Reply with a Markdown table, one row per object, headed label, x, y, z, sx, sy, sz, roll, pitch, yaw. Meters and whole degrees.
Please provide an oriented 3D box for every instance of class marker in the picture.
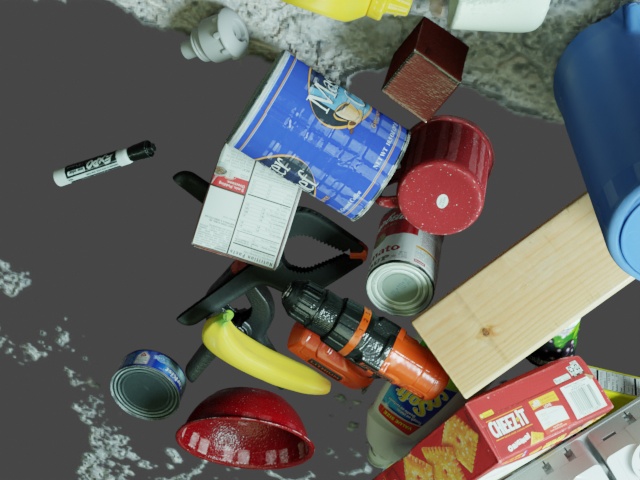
| label | x | y | z | sx | sy | sz | roll | pitch | yaw |
| --- | --- | --- | --- | --- | --- | --- | --- | --- | --- |
| marker | -0.224 | -0.081 | 1.108 | 0.121 | 0.020 | 0.020 | -15 | 119 | 22 |

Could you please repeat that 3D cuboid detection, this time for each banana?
| label | x | y | z | sx | sy | sz | roll | pitch | yaw |
| --- | --- | --- | --- | --- | --- | --- | --- | --- | --- |
| banana | -0.067 | 0.125 | 1.144 | 0.070 | 0.037 | 0.197 | 7 | 158 | 41 |

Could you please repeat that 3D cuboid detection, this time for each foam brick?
| label | x | y | z | sx | sy | sz | roll | pitch | yaw |
| --- | --- | --- | --- | --- | --- | --- | --- | --- | --- |
| foam brick | 0.094 | -0.153 | 0.952 | 0.053 | 0.078 | 0.051 | 34 | 125 | -9 |

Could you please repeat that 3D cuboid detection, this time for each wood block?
| label | x | y | z | sx | sy | sz | roll | pitch | yaw |
| --- | --- | --- | --- | --- | --- | --- | --- | --- | --- |
| wood block | 0.198 | 0.050 | 1.003 | 0.206 | 0.090 | 0.091 | -37 | 79 | 10 |

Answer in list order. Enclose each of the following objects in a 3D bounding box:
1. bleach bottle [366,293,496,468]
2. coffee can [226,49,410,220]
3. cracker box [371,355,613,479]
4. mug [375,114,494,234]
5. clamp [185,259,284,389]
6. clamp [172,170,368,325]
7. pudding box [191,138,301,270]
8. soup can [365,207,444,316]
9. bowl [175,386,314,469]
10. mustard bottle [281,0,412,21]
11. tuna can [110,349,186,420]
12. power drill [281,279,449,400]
| label | x | y | z | sx | sy | sz | roll | pitch | yaw |
| --- | --- | --- | --- | --- | --- | --- | --- | --- | --- |
| bleach bottle | 0.119 | 0.170 | 1.163 | 0.103 | 0.067 | 0.251 | 46 | 130 | 22 |
| coffee can | -0.002 | -0.097 | 0.996 | 0.140 | 0.102 | 0.103 | 31 | 125 | -10 |
| cracker box | 0.169 | 0.209 | 1.092 | 0.072 | 0.163 | 0.214 | 61 | 144 | 18 |
| mug | 0.105 | -0.057 | 1.012 | 0.117 | 0.081 | 0.093 | -9 | 121 | 18 |
| clamp | -0.082 | 0.100 | 1.190 | 0.120 | 0.039 | 0.172 | 9 | 124 | -8 |
| clamp | -0.057 | 0.001 | 1.105 | 0.210 | 0.036 | 0.164 | -5 | 104 | 6 |
| pudding box | -0.070 | -0.036 | 1.064 | 0.090 | 0.039 | 0.113 | 18 | 97 | -1 |
| soup can | 0.084 | 0.019 | 1.056 | 0.068 | 0.102 | 0.068 | 6 | 125 | 9 |
| bowl | -0.085 | 0.213 | 1.237 | 0.162 | 0.055 | 0.162 | 4 | 149 | 2 |
| mustard bottle | -0.013 | -0.233 | 0.909 | 0.191 | 0.096 | 0.058 | 20 | 125 | -1 |
| tuna can | -0.204 | 0.171 | 1.268 | 0.086 | 0.033 | 0.086 | 6 | 125 | 9 |
| power drill | 0.024 | 0.103 | 1.091 | 0.184 | 0.057 | 0.188 | 34 | 167 | -9 |
